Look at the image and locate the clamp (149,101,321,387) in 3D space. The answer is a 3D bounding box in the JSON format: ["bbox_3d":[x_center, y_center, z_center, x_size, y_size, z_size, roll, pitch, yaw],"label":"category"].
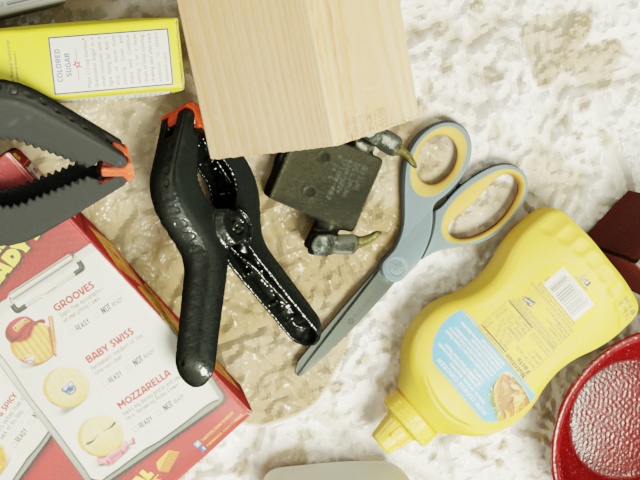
[{"bbox_3d":[-0.054,0.001,0.659,0.039,0.120,0.171,-16,80,33],"label":"clamp"}]

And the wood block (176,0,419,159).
[{"bbox_3d":[-0.021,-0.156,0.579,0.090,0.091,0.206,-25,107,-51],"label":"wood block"}]

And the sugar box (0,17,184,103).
[{"bbox_3d":[-0.170,-0.099,0.608,0.176,0.093,0.048,-4,99,-11],"label":"sugar box"}]

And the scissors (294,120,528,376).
[{"bbox_3d":[0.045,-0.003,0.707,0.201,0.016,0.096,-33,102,-5],"label":"scissors"}]

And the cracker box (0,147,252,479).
[{"bbox_3d":[-0.173,0.076,0.647,0.164,0.072,0.213,-42,103,-3],"label":"cracker box"}]

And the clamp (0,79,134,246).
[{"bbox_3d":[-0.206,-0.030,0.560,0.209,0.036,0.165,4,119,-19],"label":"clamp"}]

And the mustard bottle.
[{"bbox_3d":[0.111,0.072,0.709,0.191,0.058,0.096,-41,100,-3],"label":"mustard bottle"}]
